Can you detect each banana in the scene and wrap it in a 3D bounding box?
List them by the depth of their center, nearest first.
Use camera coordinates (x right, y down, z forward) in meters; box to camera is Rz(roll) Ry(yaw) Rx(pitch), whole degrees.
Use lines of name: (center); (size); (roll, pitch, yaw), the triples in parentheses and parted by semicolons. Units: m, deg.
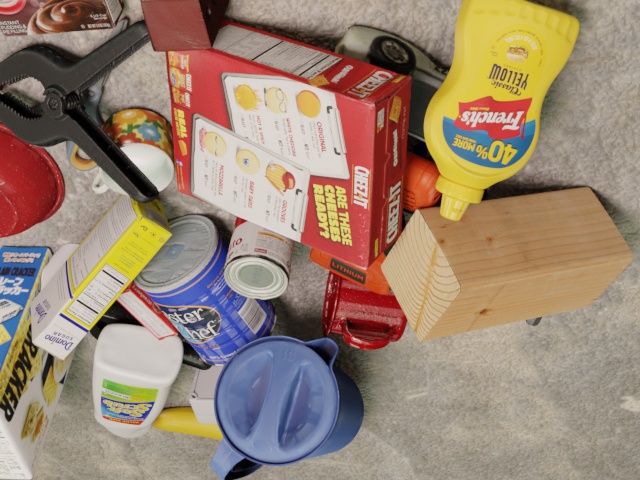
banana: (-0.131, 0.255, 1.426); (0.197, 0.037, 0.070); (18, 136, -9)

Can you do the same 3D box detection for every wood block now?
wood block: (0.176, 0.020, 1.002); (0.205, 0.090, 0.091); (-8, 147, -30)

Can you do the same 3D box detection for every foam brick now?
foam brick: (-0.112, -0.202, 0.893); (0.051, 0.078, 0.053); (1, 137, 11)

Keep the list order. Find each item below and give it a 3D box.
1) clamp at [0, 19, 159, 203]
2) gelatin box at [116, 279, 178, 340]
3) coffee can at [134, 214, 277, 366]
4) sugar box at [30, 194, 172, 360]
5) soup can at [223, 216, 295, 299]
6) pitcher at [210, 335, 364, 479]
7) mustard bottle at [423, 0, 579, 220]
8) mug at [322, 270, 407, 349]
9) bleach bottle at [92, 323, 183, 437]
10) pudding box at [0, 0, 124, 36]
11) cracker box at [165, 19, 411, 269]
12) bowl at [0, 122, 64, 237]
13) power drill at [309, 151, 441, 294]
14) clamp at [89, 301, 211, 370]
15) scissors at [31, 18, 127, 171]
clamp: (-0.232, -0.119, 0.990); (0.210, 0.036, 0.164); (4, 105, 25)
gelatin box: (-0.187, 0.056, 1.192); (0.030, 0.073, 0.089); (-18, 131, 28)
coffee can: (-0.124, 0.056, 1.158); (0.103, 0.102, 0.140); (-13, 133, 23)
sugar box: (-0.229, 0.031, 1.102); (0.048, 0.093, 0.176); (35, 101, -27)
soup can: (-0.057, 0.001, 1.086); (0.068, 0.102, 0.068); (5, 138, 5)
pitcher: (-0.030, 0.193, 1.200); (0.149, 0.145, 0.242); (-5, 167, 11)
mustard bottle: (0.140, -0.108, 0.895); (0.096, 0.058, 0.192); (15, 105, -12)
mug: (0.050, 0.071, 1.136); (0.081, 0.117, 0.093); (9, 127, -6)
bleach bottle: (-0.227, 0.187, 1.305); (0.102, 0.068, 0.251); (12, 148, -4)
pudding box: (-0.237, -0.225, 0.920); (0.113, 0.039, 0.090); (-2, 136, 13)
cracker box: (-0.030, -0.090, 0.932); (0.214, 0.072, 0.164); (22, 132, 26)
bowl: (-0.355, -0.053, 1.120); (0.162, 0.055, 0.162); (6, 137, 5)
power drill: (0.027, -0.039, 1.038); (0.185, 0.057, 0.188); (27, 149, 19)
clamp: (-0.213, 0.120, 1.292); (0.120, 0.039, 0.171); (-17, 135, 26)
scissors: (-0.239, -0.143, 1.027); (0.096, 0.016, 0.202); (12, 138, -5)
